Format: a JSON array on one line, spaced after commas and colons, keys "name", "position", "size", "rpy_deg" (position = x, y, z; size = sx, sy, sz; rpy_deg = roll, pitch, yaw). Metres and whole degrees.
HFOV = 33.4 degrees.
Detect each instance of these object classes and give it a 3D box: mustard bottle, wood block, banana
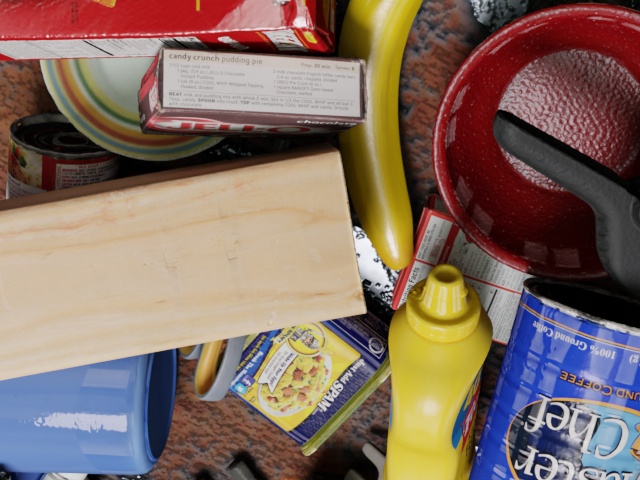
[{"name": "mustard bottle", "position": [0.069, 0.087, 0.635], "size": [0.058, 0.096, 0.192], "rpy_deg": [12, 135, 14]}, {"name": "wood block", "position": [-0.087, 0.009, 0.590], "size": [0.206, 0.091, 0.090], "rpy_deg": [-10, 98, -2]}, {"name": "banana", "position": [0.036, -0.079, 0.618], "size": [0.037, 0.070, 0.198], "rpy_deg": [-14, 125, -28]}]

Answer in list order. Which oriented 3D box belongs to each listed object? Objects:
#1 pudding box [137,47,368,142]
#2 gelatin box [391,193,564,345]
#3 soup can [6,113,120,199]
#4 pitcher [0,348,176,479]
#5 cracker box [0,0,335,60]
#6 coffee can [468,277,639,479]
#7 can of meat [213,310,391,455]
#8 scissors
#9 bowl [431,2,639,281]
[{"name": "pudding box", "position": [-0.040, -0.078, 0.590], "size": [0.113, 0.090, 0.039], "rpy_deg": [-1, 90, -15]}, {"name": "gelatin box", "position": [0.097, 0.019, 0.667], "size": [0.089, 0.030, 0.073], "rpy_deg": [18, 116, 1]}, {"name": "soup can", "position": [-0.162, -0.020, 0.668], "size": [0.068, 0.068, 0.102], "rpy_deg": [12, 115, 3]}, {"name": "pitcher", "position": [-0.223, 0.101, 0.701], "size": [0.243, 0.145, 0.149], "rpy_deg": [3, 147, 4]}, {"name": "cracker box", "position": [-0.101, -0.182, 0.559], "size": [0.214, 0.072, 0.164], "rpy_deg": [0, 91, 9]}, {"name": "coffee can", "position": [0.148, 0.103, 0.613], "size": [0.103, 0.102, 0.140], "rpy_deg": [14, 100, 2]}, {"name": "can of meat", "position": [-0.010, 0.075, 0.694], "size": [0.084, 0.057, 0.102], "rpy_deg": [38, 114, -7]}, {"name": "scissors", "position": [-0.054, 0.001, 0.681], "size": [0.016, 0.096, 0.202], "rpy_deg": [15, 86, -28]}, {"name": "bowl", "position": [0.145, -0.060, 0.610], "size": [0.162, 0.055, 0.162], "rpy_deg": [3, 114, 7]}]
